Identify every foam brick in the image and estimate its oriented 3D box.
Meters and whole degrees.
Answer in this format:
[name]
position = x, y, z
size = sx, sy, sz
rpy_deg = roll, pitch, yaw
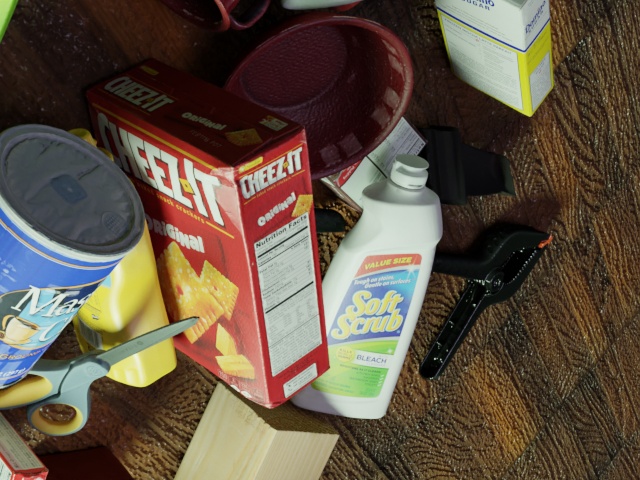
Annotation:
[foam brick]
position = -0.201, 0.206, 0.867
size = 0.078, 0.051, 0.053
rpy_deg = 1, 114, -45

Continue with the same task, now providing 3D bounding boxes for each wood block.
[wood block]
position = -0.080, 0.242, 0.981
size = 0.090, 0.090, 0.206
rpy_deg = 14, 104, -48

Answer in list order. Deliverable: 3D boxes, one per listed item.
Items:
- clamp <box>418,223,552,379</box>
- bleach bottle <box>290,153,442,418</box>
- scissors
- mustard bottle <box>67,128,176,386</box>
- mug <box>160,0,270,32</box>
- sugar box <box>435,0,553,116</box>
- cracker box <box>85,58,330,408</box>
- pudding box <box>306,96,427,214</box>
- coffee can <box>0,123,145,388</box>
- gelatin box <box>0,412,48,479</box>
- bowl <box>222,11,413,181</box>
[clamp]
position = 0.171, 0.034, 1.140
size = 0.209, 0.036, 0.164
rpy_deg = -38, 136, -25
[bleach bottle]
position = 0.043, 0.040, 0.952
size = 0.102, 0.068, 0.251
rpy_deg = 11, 118, -6
[scissors]
position = -0.157, 0.101, 0.765
size = 0.016, 0.202, 0.096
rpy_deg = -85, 154, -42
[mustard bottle]
position = -0.154, 0.008, 0.756
size = 0.058, 0.096, 0.192
rpy_deg = -29, 132, -29
[mug]
position = -0.069, -0.194, 0.719
size = 0.081, 0.093, 0.117
rpy_deg = -54, 134, -12
[sugar box]
position = 0.148, -0.181, 0.905
size = 0.048, 0.093, 0.176
rpy_deg = -52, 157, -12
[cracker box]
position = -0.080, -0.003, 0.769
size = 0.072, 0.164, 0.214
rpy_deg = -34, 134, -32
[pudding box]
position = 0.034, -0.083, 0.931
size = 0.090, 0.039, 0.113
rpy_deg = -54, 141, -4
[coffee can]
position = -0.189, 0.012, 0.663
size = 0.102, 0.103, 0.140
rpy_deg = 7, 136, -47
[gelatin box]
position = -0.238, 0.177, 0.783
size = 0.030, 0.089, 0.073
rpy_deg = 3, 112, -45
[bowl]
position = -0.012, -0.120, 0.824
size = 0.162, 0.055, 0.162
rpy_deg = -15, 140, -13
